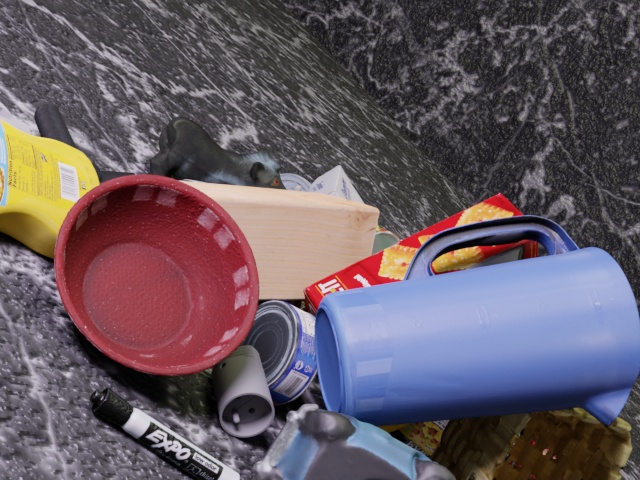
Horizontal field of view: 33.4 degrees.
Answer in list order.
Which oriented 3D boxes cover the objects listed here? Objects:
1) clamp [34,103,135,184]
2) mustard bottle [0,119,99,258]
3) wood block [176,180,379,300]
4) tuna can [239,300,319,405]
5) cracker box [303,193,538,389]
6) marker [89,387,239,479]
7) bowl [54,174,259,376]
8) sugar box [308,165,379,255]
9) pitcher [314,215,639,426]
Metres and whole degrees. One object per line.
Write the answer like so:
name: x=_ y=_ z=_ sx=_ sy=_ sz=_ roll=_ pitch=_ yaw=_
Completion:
clamp: x=-0.226 y=-0.065 z=0.967 sx=0.120 sy=0.039 sz=0.171 roll=39 pitch=14 yaw=-12
mustard bottle: x=-0.252 y=-0.052 z=0.799 sx=0.191 sy=0.058 sz=0.096 roll=26 pitch=46 yaw=-50
wood block: x=-0.057 y=0.001 z=0.961 sx=0.205 sy=0.091 sz=0.090 roll=2 pitch=11 yaw=-42
tuna can: x=-0.039 y=0.095 z=0.915 sx=0.033 sy=0.086 sz=0.086 roll=30 pitch=19 yaw=-39
cracker box: x=0.097 y=0.070 z=1.002 sx=0.072 sy=0.213 sz=0.164 roll=53 pitch=-19 yaw=40
marker: x=-0.107 y=0.137 z=0.731 sx=0.121 sy=0.020 sz=0.020 roll=38 pitch=14 yaw=-20
bowl: x=-0.130 y=0.033 z=0.813 sx=0.161 sy=0.055 sz=0.162 roll=13 pitch=61 yaw=-25
sugar box: x=0.048 y=0.009 z=1.198 sx=0.176 sy=0.048 sz=0.093 roll=55 pitch=16 yaw=-15
pitcher: x=0.121 y=0.073 z=0.868 sx=0.242 sy=0.145 sz=0.149 roll=-6 pitch=21 yaw=-12
